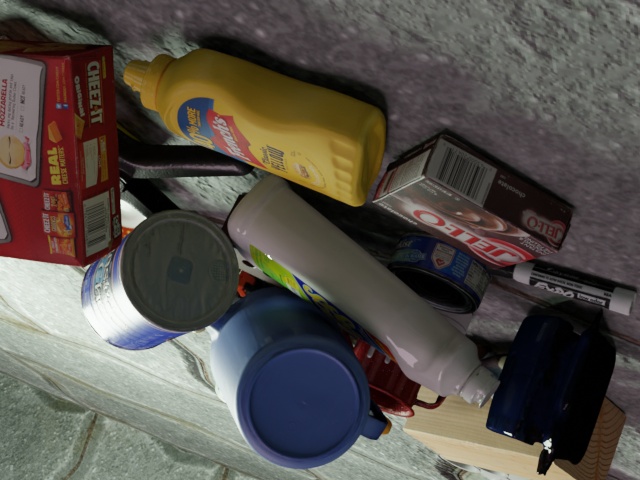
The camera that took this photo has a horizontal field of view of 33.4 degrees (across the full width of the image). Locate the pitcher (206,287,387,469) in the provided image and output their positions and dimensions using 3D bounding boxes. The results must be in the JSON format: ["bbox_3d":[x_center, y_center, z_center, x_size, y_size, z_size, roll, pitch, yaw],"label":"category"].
[{"bbox_3d":[-0.019,0.123,0.940,0.149,0.145,0.243,-12,-175,-6],"label":"pitcher"}]

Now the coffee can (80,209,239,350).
[{"bbox_3d":[-0.144,0.038,0.934,0.102,0.102,0.141,31,157,-17],"label":"coffee can"}]

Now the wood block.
[{"bbox_3d":[0.200,0.192,1.123,0.090,0.090,0.207,37,158,-33],"label":"wood block"}]

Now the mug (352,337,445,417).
[{"bbox_3d":[0.083,0.137,1.138,0.117,0.081,0.093,23,161,8],"label":"mug"}]

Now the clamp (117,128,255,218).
[{"bbox_3d":[-0.172,-0.057,0.927,0.210,0.036,0.165,16,147,-8],"label":"clamp"}]

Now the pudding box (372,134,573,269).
[{"bbox_3d":[0.105,-0.024,0.748,0.113,0.039,0.090,30,161,-13],"label":"pudding box"}]

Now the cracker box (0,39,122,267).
[{"bbox_3d":[-0.266,-0.076,0.849,0.214,0.164,0.072,6,-161,21],"label":"cracker box"}]

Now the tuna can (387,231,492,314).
[{"bbox_3d":[0.100,0.029,0.904,0.086,0.033,0.086,23,161,8],"label":"tuna can"}]

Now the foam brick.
[{"bbox_3d":[-0.057,0.001,1.003,0.078,0.051,0.053,26,161,-2],"label":"foam brick"}]

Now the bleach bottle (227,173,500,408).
[{"bbox_3d":[0.039,0.049,0.884,0.251,0.068,0.102,37,167,20],"label":"bleach bottle"}]

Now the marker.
[{"bbox_3d":[0.183,0.032,0.829,0.121,0.020,0.020,17,159,24],"label":"marker"}]

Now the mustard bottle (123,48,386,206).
[{"bbox_3d":[-0.051,-0.088,0.748,0.192,0.058,0.096,22,161,12],"label":"mustard bottle"}]
